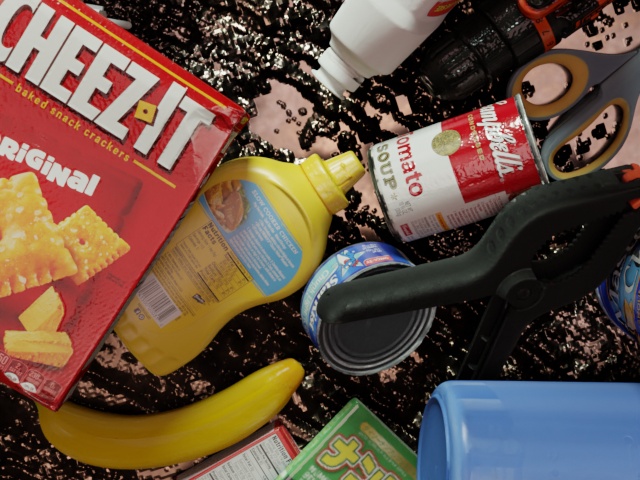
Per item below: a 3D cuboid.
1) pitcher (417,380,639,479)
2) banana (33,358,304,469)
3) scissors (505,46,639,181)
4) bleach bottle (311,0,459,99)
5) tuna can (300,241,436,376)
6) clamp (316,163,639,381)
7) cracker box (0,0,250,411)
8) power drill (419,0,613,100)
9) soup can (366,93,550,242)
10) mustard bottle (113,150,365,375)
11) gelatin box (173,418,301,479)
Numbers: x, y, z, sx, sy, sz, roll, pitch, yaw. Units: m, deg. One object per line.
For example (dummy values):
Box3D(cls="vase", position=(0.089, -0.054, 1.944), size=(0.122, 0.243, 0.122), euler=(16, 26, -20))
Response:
Box3D(cls="pitcher", position=(0.188, 0.159, 0.667), size=(0.242, 0.149, 0.145), euler=(4, 114, -5))
Box3D(cls="banana", position=(-0.108, 0.121, 0.731), size=(0.198, 0.037, 0.069), euler=(-4, 100, 2))
Box3D(cls="scissors", position=(0.202, -0.130, 0.697), size=(0.096, 0.016, 0.202), euler=(36, 98, -5))
Box3D(cls="bleach bottle", position=(0.089, -0.190, 0.657), size=(0.068, 0.102, 0.251), euler=(44, 104, 4))
Box3D(cls="tuna can", position=(0.031, 0.044, 0.699), size=(0.086, 0.034, 0.086), euler=(-13, 124, -20))
Box3D(cls="clamp", position=(0.110, 0.021, 0.662), size=(0.164, 0.036, 0.210), euler=(32, 114, -36))
Box3D(cls="cracker box", position=(-0.167, -0.031, 0.633), size=(0.164, 0.072, 0.214), euler=(33, 92, -6))
Box3D(cls="power drill", position=(0.134, -0.155, 0.609), size=(0.184, 0.187, 0.057), euler=(-37, 85, 3))
Box3D(cls="soup can", position=(0.088, -0.045, 0.679), size=(0.102, 0.068, 0.068), euler=(-18, 99, 14))
Box3D(cls="mustard bottle", position=(-0.055, 0.001, 0.700), size=(0.192, 0.058, 0.096), euler=(-33, 99, 6))
Box3D(cls="gelatin box", position=(-0.047, 0.177, 0.743), size=(0.089, 0.030, 0.073), euler=(-31, 97, 3))
